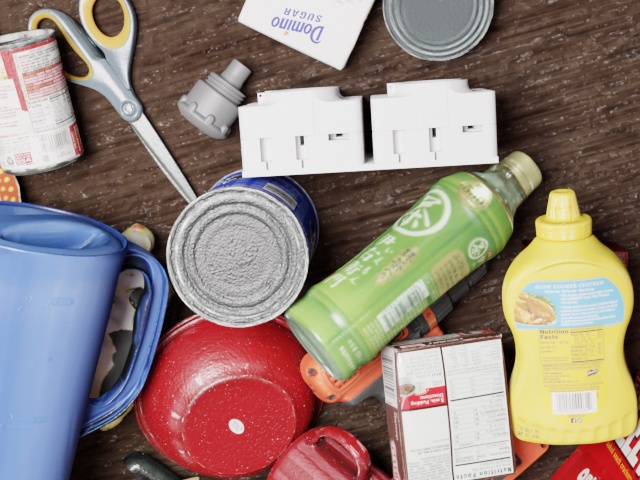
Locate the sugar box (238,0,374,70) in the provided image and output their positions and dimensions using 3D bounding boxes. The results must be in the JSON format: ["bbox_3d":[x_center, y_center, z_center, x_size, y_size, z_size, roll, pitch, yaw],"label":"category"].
[{"bbox_3d":[0.014,-0.232,0.830,0.093,0.048,0.176,26,104,-1],"label":"sugar box"}]

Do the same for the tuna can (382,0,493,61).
[{"bbox_3d":[0.092,-0.184,0.839,0.086,0.033,0.086,1,99,3],"label":"tuna can"}]

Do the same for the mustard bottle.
[{"bbox_3d":[0.187,0.056,0.806,0.096,0.058,0.191,-4,105,9],"label":"mustard bottle"}]

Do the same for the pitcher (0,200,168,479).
[{"bbox_3d":[-0.219,0.099,0.795,0.149,0.144,0.243,17,104,17],"label":"pitcher"}]

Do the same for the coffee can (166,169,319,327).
[{"bbox_3d":[-0.055,0.001,0.824,0.103,0.140,0.103,1,99,3],"label":"coffee can"}]

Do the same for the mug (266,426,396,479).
[{"bbox_3d":[0.010,0.196,0.855,0.082,0.093,0.117,36,137,30],"label":"mug"}]

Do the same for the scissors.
[{"bbox_3d":[-0.148,-0.127,0.871,0.201,0.016,0.096,41,101,-4],"label":"scissors"}]

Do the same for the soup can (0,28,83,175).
[{"bbox_3d":[-0.231,-0.110,0.845,0.068,0.068,0.102,-8,110,5],"label":"soup can"}]

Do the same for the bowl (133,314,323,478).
[{"bbox_3d":[-0.069,0.136,0.865,0.162,0.055,0.162,-4,114,-10],"label":"bowl"}]

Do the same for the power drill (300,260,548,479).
[{"bbox_3d":[0.102,0.113,0.867,0.184,0.057,0.187,-38,98,-8],"label":"power drill"}]

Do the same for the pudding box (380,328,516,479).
[{"bbox_3d":[0.098,0.129,0.816,0.090,0.039,0.113,-7,95,-13],"label":"pudding box"}]
